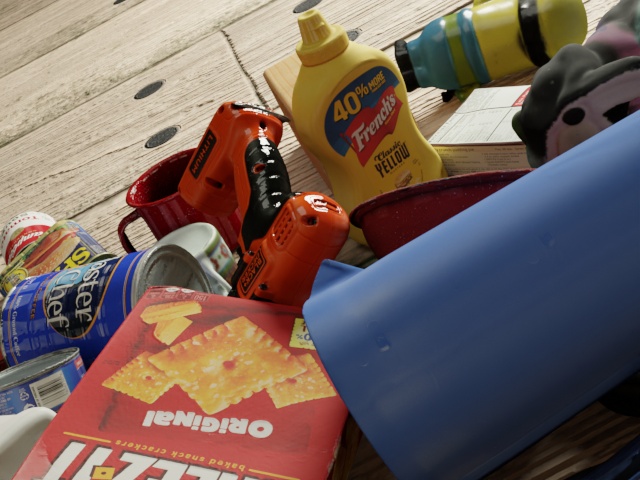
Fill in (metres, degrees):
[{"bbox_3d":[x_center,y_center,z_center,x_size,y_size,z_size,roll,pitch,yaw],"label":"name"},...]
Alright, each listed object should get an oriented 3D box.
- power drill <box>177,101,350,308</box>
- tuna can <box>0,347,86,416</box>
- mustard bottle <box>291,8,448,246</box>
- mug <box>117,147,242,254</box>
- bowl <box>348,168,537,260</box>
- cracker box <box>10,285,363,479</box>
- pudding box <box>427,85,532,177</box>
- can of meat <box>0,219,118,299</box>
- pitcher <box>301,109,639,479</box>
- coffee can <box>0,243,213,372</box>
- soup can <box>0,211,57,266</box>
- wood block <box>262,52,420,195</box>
[{"bbox_3d":[-0.055,0.001,0.790,0.185,0.057,0.188,-56,37,29],"label":"power drill"},{"bbox_3d":[-0.209,0.109,0.769,0.086,0.034,0.086,-19,6,2],"label":"tuna can"},{"bbox_3d":[0.030,-0.095,0.842,0.096,0.191,0.058,-38,29,-19],"label":"mustard bottle"},{"bbox_3d":[-0.129,-0.021,0.979,0.117,0.081,0.093,-32,28,-7],"label":"mug"},{"bbox_3d":[0.102,-0.001,0.717,0.162,0.055,0.162,-6,-12,-1],"label":"bowl"},{"bbox_3d":[-0.065,0.117,0.628,0.164,0.072,0.213,8,32,13],"label":"cracker box"},{"bbox_3d":[0.155,-0.091,0.888,0.114,0.039,0.090,3,41,47],"label":"pudding box"},{"bbox_3d":[-0.236,0.038,0.977,0.102,0.057,0.084,-43,45,-12],"label":"can of meat"},{"bbox_3d":[0.127,0.035,0.557,0.243,0.149,0.145,-33,21,7],"label":"pitcher"},{"bbox_3d":[-0.168,0.066,0.849,0.140,0.102,0.102,-13,32,27],"label":"coffee can"},{"bbox_3d":[-0.283,0.016,1.074,0.068,0.068,0.102,-33,28,-10],"label":"soup can"},{"bbox_3d":[0.021,-0.113,0.989,0.090,0.091,0.206,-29,28,-1],"label":"wood block"}]
